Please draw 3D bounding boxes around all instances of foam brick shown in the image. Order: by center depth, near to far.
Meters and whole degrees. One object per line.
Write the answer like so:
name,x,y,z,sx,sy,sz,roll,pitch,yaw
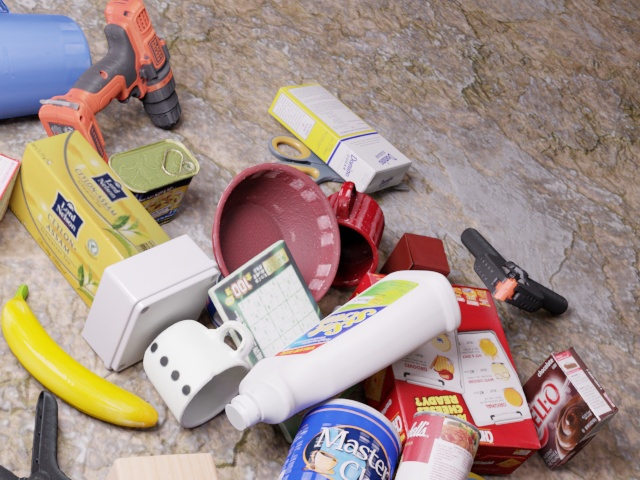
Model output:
foam brick,0.110,0.037,1.258,0.051,0.078,0.053,10,46,-20

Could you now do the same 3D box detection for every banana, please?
banana,-0.239,0.115,1.007,0.198,0.037,0.069,43,44,12

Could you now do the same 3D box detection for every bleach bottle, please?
bleach bottle,0.018,0.111,1.042,0.250,0.103,0.068,-30,107,-33

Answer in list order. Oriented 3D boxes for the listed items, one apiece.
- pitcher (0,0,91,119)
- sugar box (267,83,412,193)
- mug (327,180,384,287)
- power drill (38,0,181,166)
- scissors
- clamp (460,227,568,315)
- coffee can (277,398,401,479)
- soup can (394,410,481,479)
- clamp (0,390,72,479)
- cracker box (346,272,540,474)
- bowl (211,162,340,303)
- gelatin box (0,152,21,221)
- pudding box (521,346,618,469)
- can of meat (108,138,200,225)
pitcher,-0.376,-0.198,1.152,0.242,0.149,0.145,-13,57,-42
sugar box,0.025,-0.133,1.378,0.176,0.048,0.093,45,33,19
mug,0.029,-0.015,1.238,0.093,0.117,0.081,6,35,12
power drill,-0.229,-0.155,1.205,0.057,0.184,0.187,8,50,24
scissors,0.015,-0.099,1.379,0.201,0.016,0.096,-3,52,-33
clamp,0.239,0.052,1.295,0.164,0.036,0.210,36,12,1
coffee can,0.010,0.233,0.992,0.103,0.103,0.140,29,42,-3
soup can,0.107,0.222,1.010,0.068,0.069,0.102,25,64,-8
clamp,-0.243,0.207,0.917,0.120,0.039,0.171,-31,76,-40
cracker box,0.129,0.145,1.171,0.164,0.072,0.214,8,47,-23
bowl,-0.057,0.001,1.127,0.161,0.055,0.162,7,78,-37
gelatin box,-0.334,-0.034,1.067,0.030,0.073,0.089,21,43,-11
pudding box,0.266,0.186,1.181,0.039,0.114,0.090,-13,57,-35
can of meat,-0.192,-0.055,1.164,0.101,0.084,0.057,-24,65,-43
